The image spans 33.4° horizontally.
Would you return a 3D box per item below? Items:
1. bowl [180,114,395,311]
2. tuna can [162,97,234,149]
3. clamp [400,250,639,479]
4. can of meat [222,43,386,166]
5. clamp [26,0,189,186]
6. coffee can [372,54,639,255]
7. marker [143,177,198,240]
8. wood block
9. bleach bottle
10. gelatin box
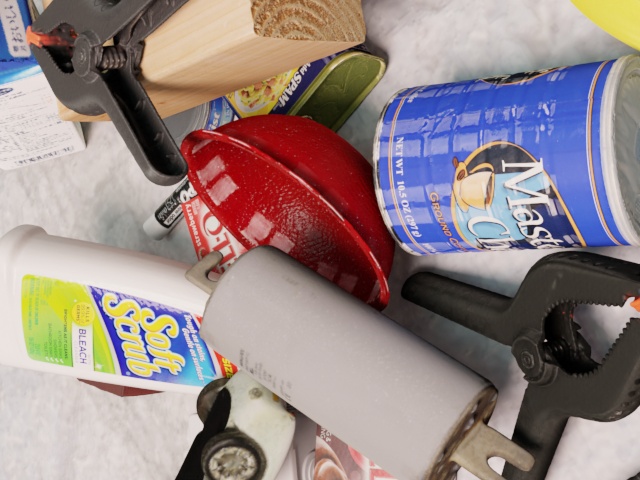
[{"bbox_3d":[-0.009,-0.026,0.663,0.162,0.162,0.055,27,66,31],"label":"bowl"},{"bbox_3d":[-0.106,-0.101,0.796,0.086,0.033,0.086,1,91,34],"label":"tuna can"},{"bbox_3d":[0.130,0.073,0.600,0.210,0.036,0.164,-30,77,57],"label":"clamp"},{"bbox_3d":[-0.020,-0.114,0.725,0.102,0.057,0.084,-48,64,25],"label":"can of meat"},{"bbox_3d":[-0.122,-0.098,0.627,0.172,0.039,0.120,13,99,51],"label":"clamp"},{"bbox_3d":[0.115,-0.045,0.606,0.141,0.102,0.103,-3,89,34],"label":"coffee can"},{"bbox_3d":[-0.090,-0.044,0.796,0.121,0.020,0.020,-43,68,27],"label":"marker"},{"bbox_3d":[-0.080,-0.141,0.670,0.207,0.090,0.091,-12,87,46],"label":"wood block"},{"bbox_3d":[-0.098,0.055,0.735,0.251,0.068,0.102,7,110,10],"label":"bleach bottle"},{"bbox_3d":[-0.055,0.001,0.766,0.073,0.030,0.089,-25,77,32],"label":"gelatin box"}]
